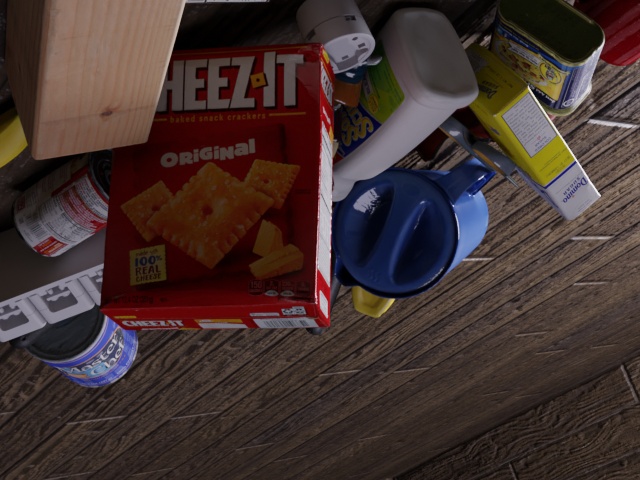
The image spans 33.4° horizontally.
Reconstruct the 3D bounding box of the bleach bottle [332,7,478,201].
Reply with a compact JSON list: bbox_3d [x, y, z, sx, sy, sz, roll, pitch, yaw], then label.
[{"bbox_3d":[0.045,-0.102,0.993,0.068,0.102,0.251,-4,155,-30],"label":"bleach bottle"}]

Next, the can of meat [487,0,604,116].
[{"bbox_3d":[0.201,-0.173,0.961,0.057,0.102,0.084,-46,162,-16],"label":"can of meat"}]

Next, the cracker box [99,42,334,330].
[{"bbox_3d":[-0.075,-0.041,0.820,0.164,0.213,0.072,-1,162,8],"label":"cracker box"}]

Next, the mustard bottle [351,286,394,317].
[{"bbox_3d":[0.099,0.021,1.358,0.191,0.058,0.096,-40,146,-61],"label":"mustard bottle"}]

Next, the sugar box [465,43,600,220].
[{"bbox_3d":[0.185,-0.097,0.978,0.048,0.093,0.176,-40,133,4],"label":"sugar box"}]

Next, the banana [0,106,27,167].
[{"bbox_3d":[-0.306,-0.069,0.857,0.198,0.037,0.069,-22,142,3],"label":"banana"}]

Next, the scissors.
[{"bbox_3d":[0.174,-0.070,1.025,0.201,0.096,0.016,29,99,-47],"label":"scissors"}]

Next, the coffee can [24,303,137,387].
[{"bbox_3d":[-0.277,0.105,1.225,0.103,0.103,0.140,-19,160,-1],"label":"coffee can"}]

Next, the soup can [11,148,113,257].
[{"bbox_3d":[-0.221,-0.035,0.969,0.102,0.068,0.068,-29,158,23],"label":"soup can"}]

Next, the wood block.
[{"bbox_3d":[-0.154,-0.148,0.712,0.090,0.090,0.206,-12,158,-23],"label":"wood block"}]

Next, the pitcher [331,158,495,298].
[{"bbox_3d":[0.118,-0.024,1.168,0.149,0.145,0.242,6,-172,19],"label":"pitcher"}]
